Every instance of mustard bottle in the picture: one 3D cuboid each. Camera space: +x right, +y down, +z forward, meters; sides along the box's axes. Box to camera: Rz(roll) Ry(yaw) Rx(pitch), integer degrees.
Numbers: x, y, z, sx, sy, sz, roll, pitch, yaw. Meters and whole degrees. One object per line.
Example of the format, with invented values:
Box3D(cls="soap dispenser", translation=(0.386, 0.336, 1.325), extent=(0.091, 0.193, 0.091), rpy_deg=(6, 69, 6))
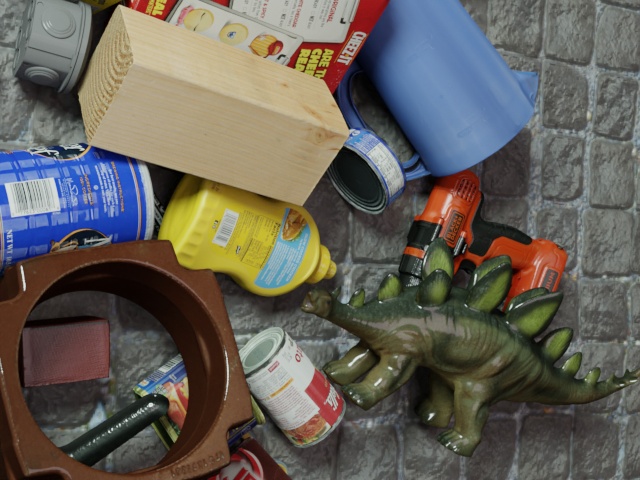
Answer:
Box3D(cls="mustard bottle", translation=(-0.057, 0.001, 1.014), extent=(0.191, 0.058, 0.096), rpy_deg=(23, 89, -39))

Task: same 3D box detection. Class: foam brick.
Box3D(cls="foam brick", translation=(-0.228, 0.095, 0.929), extent=(0.078, 0.053, 0.051), rpy_deg=(-4, 93, -30))

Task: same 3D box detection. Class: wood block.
Box3D(cls="wood block", translation=(-0.092, -0.113, 0.919), extent=(0.205, 0.090, 0.091), rpy_deg=(15, 125, -31))

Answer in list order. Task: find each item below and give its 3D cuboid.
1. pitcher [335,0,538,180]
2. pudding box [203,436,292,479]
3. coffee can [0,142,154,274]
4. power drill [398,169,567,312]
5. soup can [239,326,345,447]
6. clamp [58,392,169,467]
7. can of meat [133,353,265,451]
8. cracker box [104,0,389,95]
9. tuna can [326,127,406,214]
Box3D(cls="pitcher", translation=(0.091, -0.186, 1.077), extent=(0.242, 0.145, 0.149), rpy_deg=(51, 54, -17))
Box3D(cls="pudding box", translation=(-0.062, 0.255, 1.000), extent=(0.113, 0.039, 0.090), rpy_deg=(47, 66, 0))
Box3D(cls="coffee can", translation=(-0.224, -0.029, 0.898), extent=(0.140, 0.103, 0.103), rpy_deg=(-10, 96, -30))
Box3D(cls="power drill", translation=(0.171, 0.034, 1.161), extent=(0.187, 0.057, 0.184), rpy_deg=(26, 84, -30))
Box3D(cls="soup can", translation=(-0.032, 0.142, 1.037), extent=(0.068, 0.069, 0.102), rpy_deg=(-47, 112, -21))
Box3D(cls="clamp", translation=(-0.231, 0.221, 0.927), extent=(0.209, 0.036, 0.164), rpy_deg=(-9, 117, -21))
Box3D(cls="can of meat", translation=(-0.115, 0.154, 0.996), extent=(0.083, 0.058, 0.102), rpy_deg=(-36, 108, -22))
Box3D(cls="cracker box", translation=(-0.064, -0.212, 0.949), extent=(0.213, 0.164, 0.072), rpy_deg=(9, 47, -28))
Box3D(cls="tuna can", translation=(0.044, -0.070, 1.067), extent=(0.033, 0.086, 0.086), rpy_deg=(-41, 111, -25))
